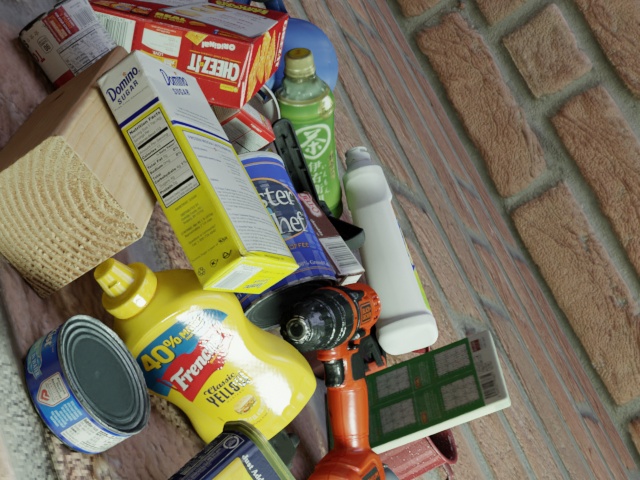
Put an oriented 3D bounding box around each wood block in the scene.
[{"bbox_3d":[-0.174,-0.059,0.790,0.090,0.091,0.206,52,17,-20],"label":"wood block"}]

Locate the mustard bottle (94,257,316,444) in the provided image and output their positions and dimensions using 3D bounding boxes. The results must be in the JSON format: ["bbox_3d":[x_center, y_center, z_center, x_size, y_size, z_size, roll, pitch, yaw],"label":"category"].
[{"bbox_3d":[-0.093,0.075,0.773,0.191,0.096,0.058,47,9,-34],"label":"mustard bottle"}]

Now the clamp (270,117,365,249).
[{"bbox_3d":[-0.001,-0.019,1.167,0.165,0.036,0.210,56,-14,26],"label":"clamp"}]

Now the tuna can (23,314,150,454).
[{"bbox_3d":[-0.150,0.093,0.687,0.086,0.034,0.086,51,18,-24],"label":"tuna can"}]

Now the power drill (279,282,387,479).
[{"bbox_3d":[0.013,0.132,0.918,0.184,0.057,0.188,-9,99,-70],"label":"power drill"}]

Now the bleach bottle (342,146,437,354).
[{"bbox_3d":[0.071,0.002,1.251,0.102,0.068,0.251,59,15,-68],"label":"bleach bottle"}]

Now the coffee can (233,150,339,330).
[{"bbox_3d":[-0.057,0.001,1.007,0.102,0.103,0.140,24,38,-63],"label":"coffee can"}]

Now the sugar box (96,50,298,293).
[{"bbox_3d":[-0.089,-0.047,0.771,0.176,0.048,0.093,59,15,16],"label":"sugar box"}]

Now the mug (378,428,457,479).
[{"bbox_3d":[0.088,0.213,1.091,0.117,0.082,0.093,56,16,-10],"label":"mug"}]

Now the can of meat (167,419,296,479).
[{"bbox_3d":[-0.056,0.183,0.693,0.083,0.058,0.102,-39,100,-28],"label":"can of meat"}]

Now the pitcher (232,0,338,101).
[{"bbox_3d":[-0.076,-0.221,1.310,0.149,0.145,0.242,38,17,8],"label":"pitcher"}]

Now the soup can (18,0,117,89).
[{"bbox_3d":[-0.202,-0.153,0.918,0.102,0.069,0.068,55,16,-11],"label":"soup can"}]

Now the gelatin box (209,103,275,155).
[{"bbox_3d":[-0.103,-0.106,1.088,0.073,0.089,0.030,33,32,-57],"label":"gelatin box"}]

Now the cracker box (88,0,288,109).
[{"bbox_3d":[-0.130,-0.198,1.062,0.164,0.072,0.213,13,20,3],"label":"cracker box"}]

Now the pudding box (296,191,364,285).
[{"bbox_3d":[-0.017,0.021,1.073,0.039,0.090,0.113,-4,50,-42],"label":"pudding box"}]
